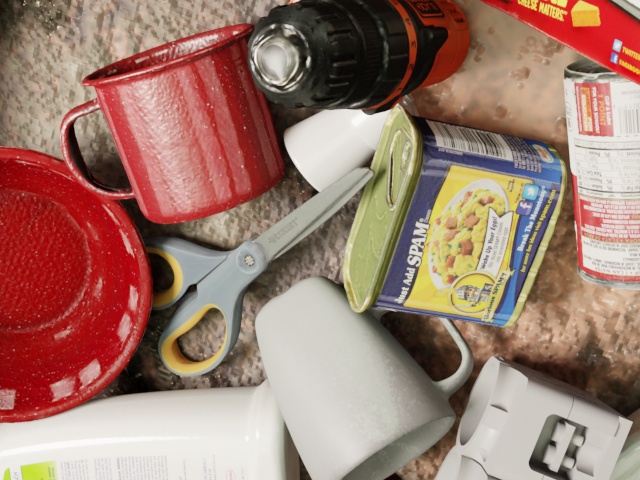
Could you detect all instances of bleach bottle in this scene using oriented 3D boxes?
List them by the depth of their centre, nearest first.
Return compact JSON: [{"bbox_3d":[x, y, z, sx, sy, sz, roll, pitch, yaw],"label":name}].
[{"bbox_3d":[-0.140,0.134,0.634,0.251,0.068,0.102,-1,109,7],"label":"bleach bottle"}]

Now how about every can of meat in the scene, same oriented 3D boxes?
[{"bbox_3d":[0.066,-0.009,0.534,0.083,0.057,0.102,9,117,-14],"label":"can of meat"}]

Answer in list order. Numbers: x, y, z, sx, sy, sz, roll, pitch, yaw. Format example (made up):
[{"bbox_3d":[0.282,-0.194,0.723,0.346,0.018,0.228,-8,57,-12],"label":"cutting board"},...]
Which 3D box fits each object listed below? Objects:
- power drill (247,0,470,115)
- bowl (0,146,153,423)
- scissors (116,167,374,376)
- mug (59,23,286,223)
[{"bbox_3d":[-0.026,-0.131,0.481,0.188,0.184,0.057,46,115,9],"label":"power drill"},{"bbox_3d":[-0.178,0.020,0.613,0.162,0.055,0.162,-3,106,-9],"label":"bowl"},{"bbox_3d":[-0.054,0.001,0.592,0.096,0.016,0.202,42,128,9],"label":"scissors"},{"bbox_3d":[-0.078,-0.057,0.560,0.117,0.093,0.081,-17,108,3],"label":"mug"}]
